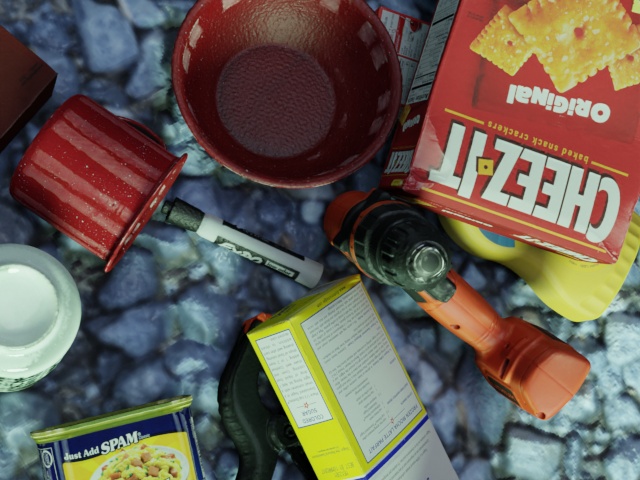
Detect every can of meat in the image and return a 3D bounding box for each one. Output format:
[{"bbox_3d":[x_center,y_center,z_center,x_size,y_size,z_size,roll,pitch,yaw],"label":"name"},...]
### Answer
[{"bbox_3d":[-0.123,0.150,0.673,0.102,0.058,0.084,-11,85,-20],"label":"can of meat"}]

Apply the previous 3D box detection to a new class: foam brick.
[{"bbox_3d":[-0.216,-0.091,0.692,0.053,0.051,0.078,40,69,-9],"label":"foam brick"}]

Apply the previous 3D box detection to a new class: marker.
[{"bbox_3d":[-0.055,0.001,0.747,0.121,0.020,0.020,25,72,-13],"label":"marker"}]

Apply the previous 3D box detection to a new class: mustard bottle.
[{"bbox_3d":[0.145,-0.026,0.801,0.191,0.058,0.096,32,75,-10],"label":"mustard bottle"}]

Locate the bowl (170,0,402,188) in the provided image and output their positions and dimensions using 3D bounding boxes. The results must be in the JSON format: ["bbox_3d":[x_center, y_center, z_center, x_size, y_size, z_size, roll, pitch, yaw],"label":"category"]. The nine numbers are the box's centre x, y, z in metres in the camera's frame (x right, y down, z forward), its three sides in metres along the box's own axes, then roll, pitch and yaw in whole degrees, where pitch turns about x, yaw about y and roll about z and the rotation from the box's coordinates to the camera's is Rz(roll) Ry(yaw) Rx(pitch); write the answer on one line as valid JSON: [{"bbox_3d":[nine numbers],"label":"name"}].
[{"bbox_3d":[-0.027,-0.108,0.754,0.162,0.055,0.162,3,77,-12],"label":"bowl"}]

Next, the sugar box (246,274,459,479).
[{"bbox_3d":[0.027,0.119,0.712,0.093,0.048,0.176,-30,98,-52],"label":"sugar box"}]

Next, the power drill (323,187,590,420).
[{"bbox_3d":[0.092,0.039,0.713,0.187,0.184,0.057,41,90,-16],"label":"power drill"}]

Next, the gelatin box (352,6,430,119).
[{"bbox_3d":[0.072,-0.128,0.812,0.089,0.030,0.073,16,76,-15],"label":"gelatin box"}]

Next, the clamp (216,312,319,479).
[{"bbox_3d":[-0.018,0.136,0.723,0.120,0.039,0.171,7,74,-35],"label":"clamp"}]

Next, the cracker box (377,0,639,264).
[{"bbox_3d":[0.152,-0.109,0.733,0.164,0.072,0.214,18,88,-11],"label":"cracker box"}]

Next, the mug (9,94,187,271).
[{"bbox_3d":[-0.141,-0.047,0.697,0.081,0.093,0.117,34,39,-5],"label":"mug"}]
